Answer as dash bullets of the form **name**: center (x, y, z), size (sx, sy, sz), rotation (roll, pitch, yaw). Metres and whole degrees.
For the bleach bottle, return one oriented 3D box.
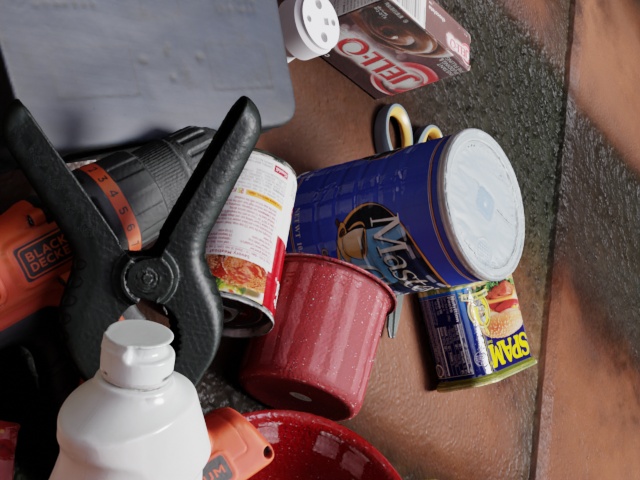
- **bleach bottle**: center (-0.099, 0.157, 0.476), size (0.102, 0.068, 0.251), rotation (-20, 124, -56)

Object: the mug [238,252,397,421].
- **mug**: center (-0.004, 0.071, 0.702), size (0.117, 0.093, 0.081), rotation (86, 19, -63)

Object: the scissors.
- **scissors**: center (0.059, -0.029, 0.858), size (0.096, 0.016, 0.201), rotation (48, 46, -31)

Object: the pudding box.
- **pudding box**: center (0.049, -0.157, 0.818), size (0.113, 0.090, 0.039), rotation (32, 55, -42)

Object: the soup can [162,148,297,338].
- **soup can**: center (-0.054, 0.001, 0.661), size (0.068, 0.069, 0.102), rotation (35, 54, -42)

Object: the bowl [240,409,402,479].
- **bowl**: center (-0.023, 0.182, 0.624), size (0.162, 0.055, 0.162), rotation (8, 52, -10)

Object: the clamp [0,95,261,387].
- **clamp**: center (-0.077, 0.009, 0.512), size (0.120, 0.039, 0.171), rotation (-11, 103, -11)

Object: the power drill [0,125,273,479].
- **power drill**: center (-0.096, 0.051, 0.563), size (0.184, 0.057, 0.187), rotation (-30, 106, -24)

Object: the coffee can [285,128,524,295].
- **coffee can**: center (0.056, -0.013, 0.745), size (0.102, 0.141, 0.103), rotation (18, 67, -49)

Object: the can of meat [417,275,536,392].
- **can of meat**: center (0.129, 0.073, 0.887), size (0.101, 0.058, 0.084), rotation (-10, 85, -53)
